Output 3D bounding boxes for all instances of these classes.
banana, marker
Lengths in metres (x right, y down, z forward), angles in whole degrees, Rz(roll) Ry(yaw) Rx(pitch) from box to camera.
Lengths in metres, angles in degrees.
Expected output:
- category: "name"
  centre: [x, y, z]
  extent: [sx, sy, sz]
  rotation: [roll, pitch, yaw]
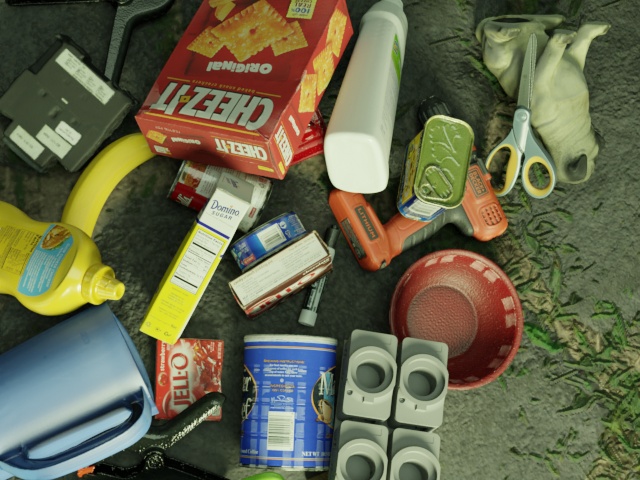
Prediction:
- category: "banana"
  centre: [-0.236, -0.054, 1.181]
  extent: [0.069, 0.037, 0.197]
  rotation: [42, 76, -9]
- category: "marker"
  centre: [0.000, 0.039, 1.229]
  extent: [0.020, 0.020, 0.121]
  rotation: [19, 78, -9]

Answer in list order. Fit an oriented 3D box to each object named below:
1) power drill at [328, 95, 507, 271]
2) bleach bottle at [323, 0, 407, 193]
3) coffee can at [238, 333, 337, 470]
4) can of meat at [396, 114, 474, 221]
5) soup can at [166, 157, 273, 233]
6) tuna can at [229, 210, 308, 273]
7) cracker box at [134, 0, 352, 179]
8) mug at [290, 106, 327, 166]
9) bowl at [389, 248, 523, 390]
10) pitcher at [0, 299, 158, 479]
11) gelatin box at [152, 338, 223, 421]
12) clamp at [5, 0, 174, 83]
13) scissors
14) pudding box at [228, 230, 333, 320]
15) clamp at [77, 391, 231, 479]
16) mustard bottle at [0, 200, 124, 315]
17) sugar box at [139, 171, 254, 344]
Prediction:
- category: "power drill"
  centre: [0.108, -0.060, 1.250]
  extent: [0.187, 0.057, 0.184]
  rotation: [-25, 84, -14]
- category: "bleach bottle"
  centre: [0.062, -0.181, 1.228]
  extent: [0.068, 0.102, 0.250]
  rotation: [5, 54, 14]
- category: "coffee can"
  centre: [-0.035, 0.175, 1.157]
  extent: [0.102, 0.103, 0.140]
  rotation: [4, 80, -12]
- category: "can of meat"
  centre: [0.124, -0.077, 1.184]
  extent: [0.057, 0.084, 0.102]
  rotation: [14, 75, -9]
- category: "soup can"
  centre: [-0.112, -0.058, 1.195]
  extent: [0.102, 0.069, 0.068]
  rotation: [25, 77, -9]
- category: "tuna can"
  centre: [-0.058, 0.001, 1.188]
  extent: [0.086, 0.086, 0.034]
  rotation: [-30, 87, -15]
- category: "cracker box"
  centre: [-0.080, -0.182, 1.159]
  extent: [0.164, 0.072, 0.213]
  rotation: [12, 60, 22]
- category: "mug"
  centre: [-0.041, -0.121, 1.199]
  extent: [0.081, 0.117, 0.093]
  rotation: [-24, 111, -11]
- category: "bowl"
  centre: [0.149, 0.092, 1.235]
  extent: [0.162, 0.055, 0.162]
  rotation: [2, 82, -13]
- category: "pitcher"
  centre: [-0.292, 0.173, 1.082]
  extent: [0.242, 0.149, 0.145]
  rotation: [-26, 88, -12]
- category: "gelatin box"
  centre: [-0.145, 0.153, 1.173]
  extent: [0.073, 0.030, 0.089]
  rotation: [3, 80, -12]
- category: "clamp"
  centre: [-0.240, -0.282, 1.217]
  extent: [0.164, 0.036, 0.210]
  rotation: [41, 78, -6]
- category: "scissors"
  centre: [0.251, -0.132, 1.242]
  extent: [0.096, 0.202, 0.016]
  rotation: [26, 31, 12]
- category: "pudding box"
  centre: [-0.042, 0.040, 1.173]
  extent: [0.113, 0.090, 0.039]
  rotation: [-33, 79, -5]
- category: "clamp"
  centre: [-0.172, 0.219, 1.139]
  extent: [0.171, 0.039, 0.120]
  rotation: [0, 98, -11]
- category: "mustard bottle"
  centre: [-0.285, 0.025, 1.103]
  extent: [0.192, 0.058, 0.096]
  rotation: [17, 70, 23]
- category: "sugar box"
  centre: [-0.130, 0.016, 1.131]
  extent: [0.048, 0.093, 0.176]
  rotation: [26, 103, -7]
